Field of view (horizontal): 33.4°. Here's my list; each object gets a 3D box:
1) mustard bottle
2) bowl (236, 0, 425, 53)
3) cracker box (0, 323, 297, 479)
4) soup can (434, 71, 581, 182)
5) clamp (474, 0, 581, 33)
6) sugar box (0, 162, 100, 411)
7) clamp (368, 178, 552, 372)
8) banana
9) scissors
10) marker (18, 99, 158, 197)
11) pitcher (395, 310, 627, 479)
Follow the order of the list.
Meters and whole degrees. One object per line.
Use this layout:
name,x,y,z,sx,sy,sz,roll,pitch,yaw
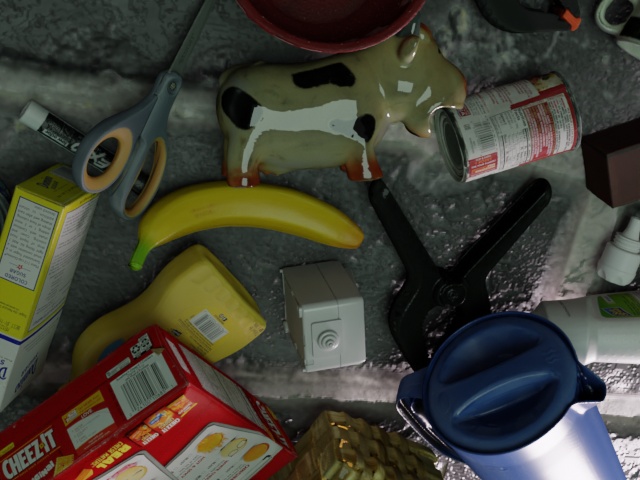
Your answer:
mustard bottle,-0.145,0.093,0.882,0.191,0.058,0.096,-38,127,3
bowl,0.001,-0.209,0.775,0.162,0.055,0.162,1,85,-9
cracker box,-0.136,0.169,0.862,0.164,0.072,0.213,-36,147,3
soup can,0.153,-0.092,0.875,0.102,0.068,0.068,-17,115,-6
clamp,0.143,-0.225,0.833,0.171,0.039,0.120,20,111,-26
sugar box,-0.223,0.035,0.817,0.048,0.093,0.176,25,106,1
clamp,0.100,0.034,0.931,0.164,0.036,0.210,7,113,-18
banana,-0.063,-0.016,0.858,0.197,0.037,0.069,-6,77,-20
scissors,-0.128,-0.111,0.789,0.096,0.016,0.202,0,112,-56
marker,-0.177,-0.068,0.828,0.121,0.020,0.020,34,101,-24
pitcher,0.184,0.179,0.949,0.145,0.149,0.242,-39,133,-3
